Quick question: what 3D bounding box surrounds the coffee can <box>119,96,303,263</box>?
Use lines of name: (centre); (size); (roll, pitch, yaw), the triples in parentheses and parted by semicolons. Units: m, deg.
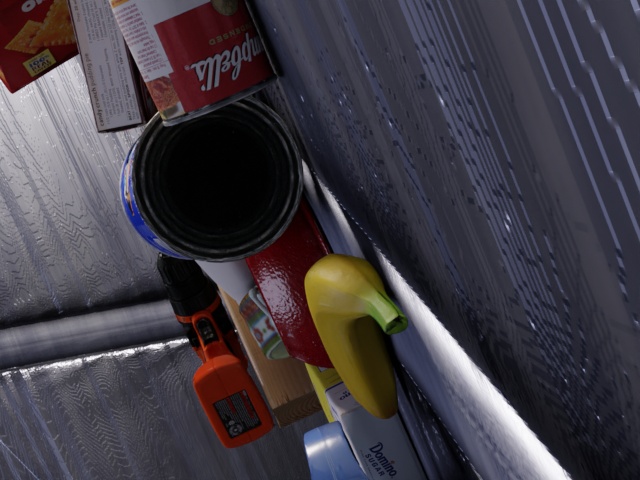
coffee can: (-0.075, -0.038, 0.690); (0.103, 0.102, 0.140); (66, 168, -5)

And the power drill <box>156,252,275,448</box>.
power drill: (-0.111, 0.109, 1.103); (0.188, 0.057, 0.184); (-118, 3, -59)

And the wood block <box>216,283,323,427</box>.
wood block: (-0.046, 0.081, 1.137); (0.090, 0.090, 0.206); (79, 166, -67)

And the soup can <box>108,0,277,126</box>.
soup can: (-0.073, -0.121, 0.572); (0.068, 0.068, 0.102); (-132, 19, -76)

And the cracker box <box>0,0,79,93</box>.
cracker box: (-0.247, -0.244, 0.972); (0.072, 0.164, 0.214); (52, 164, 12)

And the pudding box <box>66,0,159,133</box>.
pudding box: (-0.143, -0.133, 0.737); (0.090, 0.039, 0.113); (-109, 6, -79)

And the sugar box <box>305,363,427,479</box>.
sugar box: (0.032, 0.143, 0.845); (0.176, 0.048, 0.093); (-131, 17, -78)

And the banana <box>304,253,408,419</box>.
banana: (0.019, 0.051, 0.590); (0.198, 0.037, 0.070); (78, 168, -69)

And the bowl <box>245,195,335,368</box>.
bowl: (-0.017, 0.034, 0.795); (0.162, 0.055, 0.162); (156, 89, -85)
